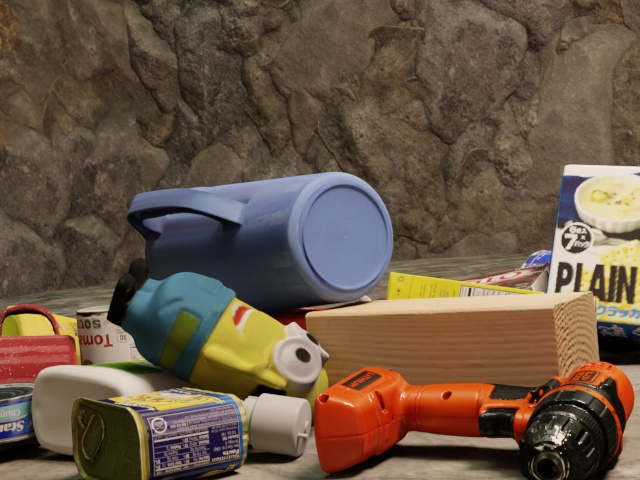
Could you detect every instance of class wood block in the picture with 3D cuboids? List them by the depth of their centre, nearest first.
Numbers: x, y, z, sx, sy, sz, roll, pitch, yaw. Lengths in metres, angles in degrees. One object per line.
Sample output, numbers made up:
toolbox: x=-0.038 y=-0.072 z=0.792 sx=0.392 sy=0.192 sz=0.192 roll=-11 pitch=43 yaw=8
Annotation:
wood block: x=0.102 y=0.092 z=0.827 sx=0.206 sy=0.091 sz=0.090 roll=-5 pitch=2 yaw=33

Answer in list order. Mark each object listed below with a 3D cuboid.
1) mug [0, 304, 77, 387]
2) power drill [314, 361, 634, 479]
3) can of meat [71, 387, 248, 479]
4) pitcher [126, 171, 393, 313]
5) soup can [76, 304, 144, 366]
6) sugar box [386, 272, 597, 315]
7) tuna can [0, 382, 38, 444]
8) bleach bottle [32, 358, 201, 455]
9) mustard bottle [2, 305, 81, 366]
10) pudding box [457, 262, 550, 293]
mug: x=-0.259 y=0.114 z=0.947 sx=0.081 sy=0.117 sz=0.093 roll=-1 pitch=-19 yaw=-15
power drill: x=0.094 y=0.116 z=0.670 sx=0.188 sy=0.057 sz=0.184 roll=-3 pitch=2 yaw=25
can of meat: x=-0.109 y=0.133 z=0.725 sx=0.083 sy=0.057 sz=0.102 roll=-4 pitch=1 yaw=-37
pitcher: x=-0.056 y=0.001 z=0.957 sx=0.149 sy=0.145 sz=0.243 roll=-23 pitch=9 yaw=-35
soup can: x=-0.180 y=0.110 z=0.951 sx=0.068 sy=0.102 sz=0.068 roll=-5 pitch=2 yaw=0
sugar box: x=0.150 y=0.068 z=0.930 sx=0.176 sy=0.048 sz=0.093 roll=5 pitch=-15 yaw=15
tuna can: x=-0.259 y=0.137 z=0.850 sx=0.086 sy=0.034 sz=0.086 roll=-5 pitch=3 yaw=0
bleach bottle: x=-0.119 y=0.125 z=0.905 sx=0.103 sy=0.068 sz=0.250 roll=2 pitch=3 yaw=29
mustard bottle: x=-0.221 y=0.117 z=1.072 sx=0.191 sy=0.058 sz=0.096 roll=16 pitch=13 yaw=-34
pudding box: x=0.178 y=0.060 z=1.102 sx=0.114 sy=0.039 sz=0.089 roll=-11 pitch=11 yaw=27
